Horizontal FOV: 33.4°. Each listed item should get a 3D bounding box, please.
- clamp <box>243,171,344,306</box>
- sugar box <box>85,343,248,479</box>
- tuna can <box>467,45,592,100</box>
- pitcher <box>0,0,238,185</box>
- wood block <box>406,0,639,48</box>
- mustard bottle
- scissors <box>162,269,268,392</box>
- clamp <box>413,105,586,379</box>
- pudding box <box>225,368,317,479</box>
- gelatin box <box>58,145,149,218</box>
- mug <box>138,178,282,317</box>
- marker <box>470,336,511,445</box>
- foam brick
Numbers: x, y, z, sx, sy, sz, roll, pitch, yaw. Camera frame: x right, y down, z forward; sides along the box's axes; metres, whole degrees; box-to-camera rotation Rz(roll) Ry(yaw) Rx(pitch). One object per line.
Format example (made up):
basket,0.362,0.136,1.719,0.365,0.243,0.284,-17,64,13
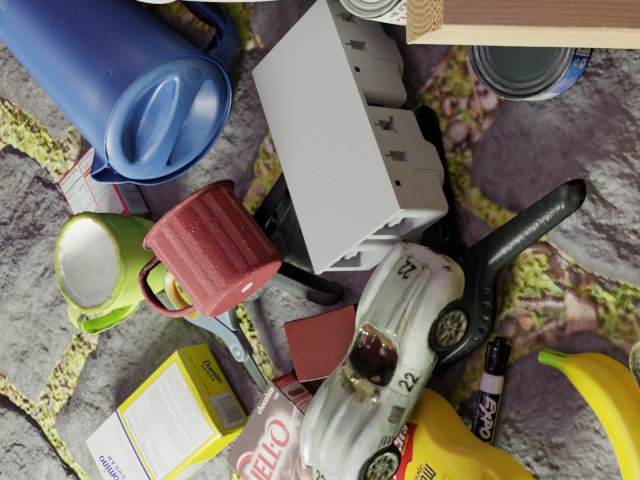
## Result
clamp,-0.056,0.001,0.937,0.172,0.039,0.120,-6,90,38
sugar box,-0.150,0.185,1.023,0.176,0.048,0.093,-44,68,36
tuna can,0.151,-0.143,0.767,0.086,0.033,0.086,4,96,38
pitcher,-0.194,-0.176,0.986,0.243,0.149,0.145,43,135,31
wood block,0.162,-0.166,0.645,0.090,0.206,0.091,-151,61,-80
mustard bottle,0.076,0.167,0.818,0.192,0.058,0.096,40,117,48
scissors,-0.086,0.093,0.965,0.096,0.016,0.202,-13,101,47
clamp,0.099,0.009,0.817,0.165,0.036,0.210,42,121,39
pudding box,-0.023,0.180,0.914,0.090,0.039,0.114,42,124,20
gelatin box,-0.216,-0.044,1.065,0.073,0.030,0.089,-40,69,35
mug,-0.095,0.016,0.880,0.117,0.093,0.081,-37,80,-4
marker,0.127,0.132,0.817,0.020,0.020,0.121,17,104,36
foam brick,0.019,0.082,0.877,0.078,0.051,0.053,-17,84,38
